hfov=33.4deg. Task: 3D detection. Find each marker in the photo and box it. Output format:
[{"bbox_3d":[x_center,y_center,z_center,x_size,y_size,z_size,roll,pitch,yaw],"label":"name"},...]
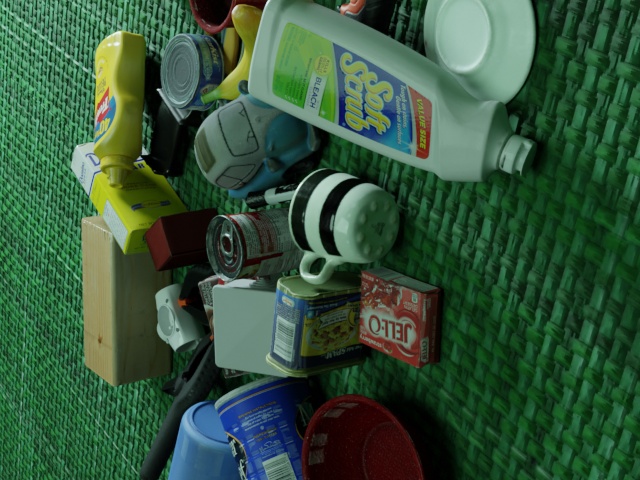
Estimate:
[{"bbox_3d":[-0.026,-0.049,1.083,0.121,0.020,0.020,-9,91,33],"label":"marker"}]

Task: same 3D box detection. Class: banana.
[{"bbox_3d":[-0.073,-0.187,1.095,0.037,0.069,0.198,62,157,12],"label":"banana"}]

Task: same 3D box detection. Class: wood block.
[{"bbox_3d":[-0.255,0.074,1.405,0.091,0.090,0.206,22,115,49],"label":"wood block"}]

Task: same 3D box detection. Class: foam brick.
[{"bbox_3d":[-0.160,-0.001,1.267,0.053,0.078,0.051,-38,69,51],"label":"foam brick"}]

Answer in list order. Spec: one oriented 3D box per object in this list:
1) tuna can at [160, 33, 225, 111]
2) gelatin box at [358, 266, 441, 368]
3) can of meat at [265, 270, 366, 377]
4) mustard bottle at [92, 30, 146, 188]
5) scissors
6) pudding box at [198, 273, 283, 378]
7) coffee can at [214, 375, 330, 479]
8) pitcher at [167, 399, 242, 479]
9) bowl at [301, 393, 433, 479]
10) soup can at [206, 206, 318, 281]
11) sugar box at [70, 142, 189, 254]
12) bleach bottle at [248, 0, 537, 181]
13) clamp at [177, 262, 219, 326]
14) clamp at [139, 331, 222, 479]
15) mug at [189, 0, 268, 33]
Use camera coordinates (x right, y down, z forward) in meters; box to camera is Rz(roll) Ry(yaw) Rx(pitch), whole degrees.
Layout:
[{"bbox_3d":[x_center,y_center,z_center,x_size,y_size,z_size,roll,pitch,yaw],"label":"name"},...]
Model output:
[{"bbox_3d":[-0.145,-0.190,1.203,0.086,0.033,0.086,3,94,51],"label":"tuna can"},{"bbox_3d":[0.074,0.071,1.000,0.089,0.030,0.073,21,115,51],"label":"gelatin box"},{"bbox_3d":[0.001,0.079,1.043,0.058,0.101,0.084,27,117,48],"label":"can of meat"},{"bbox_3d":[-0.252,-0.157,1.332,0.096,0.058,0.191,-29,58,54],"label":"mustard bottle"},{"bbox_3d":[-0.116,-0.171,1.219,0.096,0.016,0.202,48,133,39],"label":"scissors"},{"bbox_3d":[-0.075,0.086,1.166,0.090,0.039,0.113,-16,93,28],"label":"pudding box"},{"bbox_3d":[-0.041,0.221,1.132,0.103,0.102,0.140,-43,64,50],"label":"coffee can"},{"bbox_3d":[-0.116,0.318,1.252,0.145,0.149,0.243,-125,42,-59],"label":"pitcher"},{"bbox_3d":[0.055,0.224,1.027,0.162,0.055,0.162,6,98,45],"label":"bowl"},{"bbox_3d":[-0.057,0.001,1.103,0.069,0.102,0.068,18,112,51],"label":"soup can"},{"bbox_3d":[-0.238,-0.059,1.347,0.176,0.093,0.048,53,136,32],"label":"sugar box"},{"bbox_3d":[0.063,-0.122,0.888,0.251,0.068,0.103,25,116,22],"label":"bleach bottle"},{"bbox_3d":[-0.113,0.069,1.253,0.172,0.039,0.120,-32,75,57],"label":"clamp"},{"bbox_3d":[-0.162,0.189,1.298,0.210,0.036,0.164,-52,19,39],"label":"clamp"},{"bbox_3d":[-0.085,-0.261,1.098,0.117,0.081,0.093,18,112,51],"label":"mug"}]
